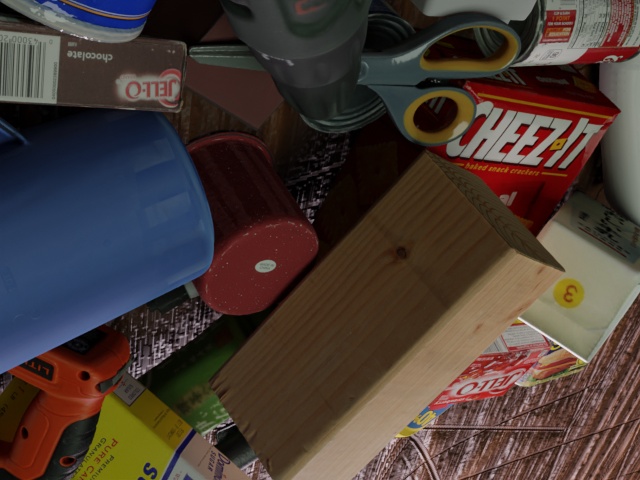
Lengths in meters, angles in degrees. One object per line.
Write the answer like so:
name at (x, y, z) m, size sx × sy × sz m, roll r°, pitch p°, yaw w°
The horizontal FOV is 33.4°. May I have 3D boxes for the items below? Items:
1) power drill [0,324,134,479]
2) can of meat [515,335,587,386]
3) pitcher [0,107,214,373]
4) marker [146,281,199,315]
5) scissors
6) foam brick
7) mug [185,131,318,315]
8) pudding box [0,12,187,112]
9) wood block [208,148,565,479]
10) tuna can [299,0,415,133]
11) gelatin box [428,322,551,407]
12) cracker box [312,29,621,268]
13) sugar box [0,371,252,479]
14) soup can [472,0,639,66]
power drill at (-0.207, 0.123, 0.672) m, size 0.057 × 0.184 × 0.188 m, roll -60°, pitch 171°, yaw -67°
can of meat at (0.222, 0.086, 1.006) m, size 0.101 × 0.057 × 0.084 m, roll -10°, pitch 139°, yaw -28°
pitcher at (-0.186, 0.003, 0.555) m, size 0.242 × 0.145 × 0.149 m, roll -24°, pitch 166°, yaw -20°
marker at (-0.066, 0.019, 0.744) m, size 0.121 × 0.020 × 0.020 m, roll -27°, pitch 143°, yaw -10°
scissors at (0.021, -0.084, 0.604) m, size 0.201 × 0.016 × 0.096 m, roll -13°, pitch 136°, yaw -19°
foam brick at (-0.053, -0.106, 0.588) m, size 0.051 × 0.053 × 0.078 m, roll -45°, pitch 141°, yaw 14°
mug at (-0.054, 0.001, 0.680) m, size 0.093 × 0.081 × 0.117 m, roll -16°, pitch 139°, yaw -23°
pudding box at (-0.134, -0.087, 0.514) m, size 0.113 × 0.090 × 0.039 m, roll 1°, pitch 102°, yaw -36°
wood block at (0.039, 0.055, 0.675) m, size 0.206 × 0.091 × 0.090 m, roll -47°, pitch 151°, yaw 16°
tuna can at (0.016, -0.110, 0.652) m, size 0.086 × 0.034 × 0.086 m, roll -21°, pitch 141°, yaw -18°
gelatin box at (0.133, 0.101, 0.866) m, size 0.089 × 0.030 × 0.073 m, roll -1°, pitch 141°, yaw -37°
cracker box at (0.092, -0.031, 0.765) m, size 0.163 × 0.072 × 0.214 m, roll 2°, pitch 129°, yaw -39°
sugar box at (-0.135, 0.148, 0.716) m, size 0.093 × 0.176 × 0.048 m, roll -50°, pitch 178°, yaw 19°
soup can at (0.157, -0.147, 0.690) m, size 0.102 × 0.068 × 0.069 m, roll -8°, pitch 136°, yaw -31°
